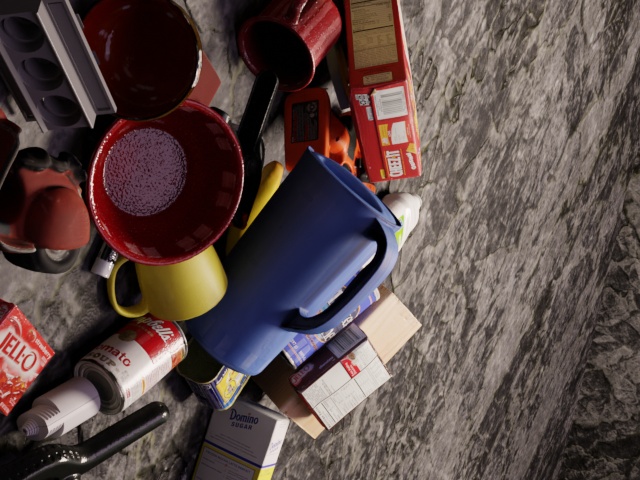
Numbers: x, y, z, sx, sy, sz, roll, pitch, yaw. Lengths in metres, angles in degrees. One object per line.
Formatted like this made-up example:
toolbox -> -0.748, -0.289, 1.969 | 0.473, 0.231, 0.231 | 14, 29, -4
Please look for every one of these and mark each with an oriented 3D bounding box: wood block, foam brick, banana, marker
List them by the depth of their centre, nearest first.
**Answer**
foam brick -> -0.139, -0.158, 1.019 | 0.053, 0.051, 0.078 | -61, 153, -18
marker -> -0.193, -0.022, 1.050 | 0.121, 0.020, 0.020 | -67, 154, -5
banana -> -0.077, 0.005, 1.240 | 0.037, 0.069, 0.198 | -68, 158, -80
wood block -> 0.020, 0.144, 1.408 | 0.206, 0.091, 0.090 | -46, 131, -3

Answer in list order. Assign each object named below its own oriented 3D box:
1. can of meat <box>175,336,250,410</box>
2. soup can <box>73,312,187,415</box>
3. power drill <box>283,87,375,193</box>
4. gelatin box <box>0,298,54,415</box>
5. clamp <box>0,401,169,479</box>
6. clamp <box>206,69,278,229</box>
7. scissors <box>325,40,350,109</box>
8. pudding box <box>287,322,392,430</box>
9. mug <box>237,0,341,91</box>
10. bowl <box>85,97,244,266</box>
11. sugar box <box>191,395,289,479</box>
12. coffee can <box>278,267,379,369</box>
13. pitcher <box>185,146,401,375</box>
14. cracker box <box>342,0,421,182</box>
can of meat -> -0.118, 0.142, 1.271 | 0.102, 0.057, 0.084 | -56, 153, -24
soup can -> -0.195, 0.124, 1.097 | 0.102, 0.069, 0.068 | -40, 141, -44
power drill -> 0.016, -0.092, 1.304 | 0.187, 0.057, 0.184 | 33, 52, -64
gelatin box -> -0.284, 0.103, 0.951 | 0.073, 0.030, 0.089 | -56, 151, -26
clamp -> -0.260, 0.240, 1.065 | 0.209, 0.036, 0.165 | -11, 141, -50
clamp -> -0.080, -0.093, 1.114 | 0.120, 0.039, 0.171 | -45, 152, -40
scissors -> 0.007, -0.252, 1.239 | 0.096, 0.016, 0.202 | -72, 149, -71
pudding box -> 0.025, 0.172, 1.341 | 0.113, 0.039, 0.090 | -38, 132, -7
mug -> -0.027, -0.228, 1.136 | 0.081, 0.093, 0.117 | -55, 171, -37
bowl -> -0.155, -0.060, 1.014 | 0.161, 0.055, 0.162 | -10, 110, -31
sugar box -> -0.110, 0.291, 1.352 | 0.048, 0.093, 0.176 | 15, 95, -65
coffee can -> -0.012, 0.077, 1.326 | 0.140, 0.103, 0.102 | -40, 147, -9
pitcher -> -0.030, 0.033, 1.154 | 0.243, 0.145, 0.149 | -50, -175, 10
cracker box -> 0.070, -0.202, 1.265 | 0.164, 0.072, 0.213 | 73, 11, -52
